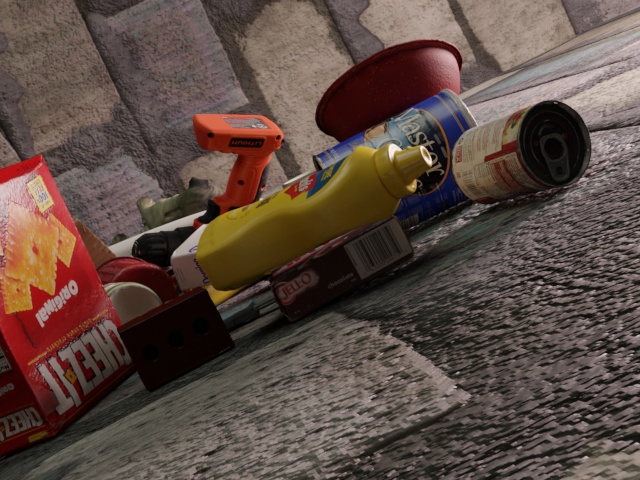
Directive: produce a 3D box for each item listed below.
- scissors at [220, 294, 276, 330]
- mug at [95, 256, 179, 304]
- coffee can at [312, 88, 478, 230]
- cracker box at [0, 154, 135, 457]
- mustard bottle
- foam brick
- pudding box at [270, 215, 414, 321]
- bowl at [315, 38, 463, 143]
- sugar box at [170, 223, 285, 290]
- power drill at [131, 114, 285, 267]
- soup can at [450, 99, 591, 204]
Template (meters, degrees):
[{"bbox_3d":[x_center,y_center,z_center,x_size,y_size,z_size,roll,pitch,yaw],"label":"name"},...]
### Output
[{"bbox_3d":[-0.076,0.070,0.911,0.202,0.016,0.096,-24,8,23],"label":"scissors"},{"bbox_3d":[-0.191,0.059,1.153,0.117,0.093,0.082,-27,11,-22],"label":"mug"},{"bbox_3d":[0.077,-0.064,0.989,0.140,0.103,0.103,-27,6,-3],"label":"coffee can"},{"bbox_3d":[-0.252,0.048,0.899,0.072,0.213,0.164,-22,7,21],"label":"cracker box"},{"bbox_3d":[0.000,-0.025,0.822,0.192,0.058,0.096,-25,10,26],"label":"mustard bottle"},{"bbox_3d":[-0.117,0.077,0.849,0.078,0.053,0.051,-28,6,-10],"label":"foam brick"},{"bbox_3d":[0.015,0.018,0.855,0.113,0.039,0.090,-27,6,1],"label":"pudding box"},{"bbox_3d":[0.078,-0.129,1.066,0.162,0.055,0.162,-20,-22,-9],"label":"bowl"},{"bbox_3d":[-0.057,0.001,1.086,0.176,0.048,0.093,-9,20,22],"label":"sugar box"},{"bbox_3d":[-0.124,-0.053,1.248,0.184,0.188,0.057,-4,31,-31],"label":"power drill"},{"bbox_3d":[0.158,-0.068,0.856,0.068,0.068,0.102,-29,6,-25],"label":"soup can"}]
